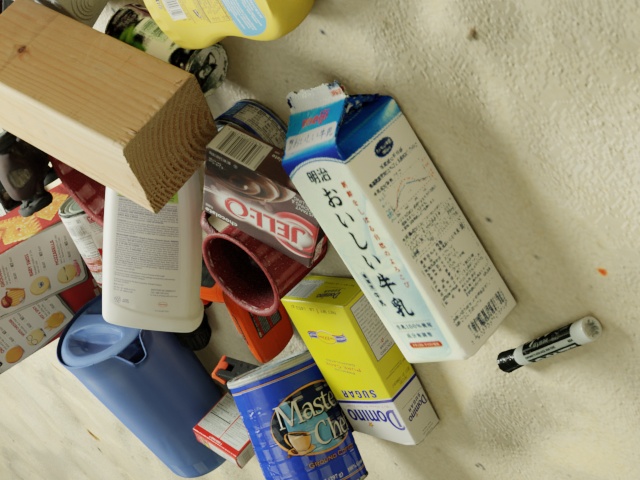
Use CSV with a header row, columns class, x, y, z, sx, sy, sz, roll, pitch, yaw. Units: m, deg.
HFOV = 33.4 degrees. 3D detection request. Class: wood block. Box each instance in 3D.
class,x,y,z,sx,sy,sz,roll,pitch,yaw
wood block,-0.197,-0.118,0.904,0.206,0.090,0.090,28,157,28

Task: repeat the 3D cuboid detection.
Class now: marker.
class,x,y,z,sx,sy,sz,roll,pitch,yaw
marker,0.177,0.084,0.844,0.020,0.020,0.121,49,149,-2

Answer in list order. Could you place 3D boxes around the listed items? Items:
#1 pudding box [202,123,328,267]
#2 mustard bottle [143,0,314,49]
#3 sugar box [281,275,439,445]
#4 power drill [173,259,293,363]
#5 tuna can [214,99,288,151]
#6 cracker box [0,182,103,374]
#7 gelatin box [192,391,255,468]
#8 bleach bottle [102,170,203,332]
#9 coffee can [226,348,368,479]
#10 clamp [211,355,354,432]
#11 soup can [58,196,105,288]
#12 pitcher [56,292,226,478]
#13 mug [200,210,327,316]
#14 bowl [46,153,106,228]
class,x,y,z,sx,sy,sz,roll,pitch,yaw
pudding box,-0.043,-0.037,0.895,0.113,0.039,0.090,30,146,12
mustard bottle,-0.058,-0.194,0.785,0.192,0.058,0.096,7,128,48
sugar box,0.038,0.116,1.026,0.094,0.048,0.176,3,127,49
power drill,-0.118,0.069,1.156,0.188,0.057,0.184,16,140,40
tuna can,-0.060,-0.079,0.939,0.086,0.033,0.086,32,146,25
cracker box,-0.365,0.054,1.290,0.072,0.213,0.164,37,151,40
gelatin box,-0.093,0.214,1.254,0.073,0.089,0.030,25,148,33
bleach bottle,-0.152,-0.040,1.012,0.102,0.068,0.251,6,112,-4
coffee can,-0.023,0.192,1.093,0.103,0.102,0.140,-25,86,58
clamp,-0.043,0.190,1.200,0.171,0.039,0.120,29,142,10
soup can,-0.247,-0.005,1.220,0.069,0.068,0.102,9,131,47
pitcher,-0.203,0.173,1.301,0.145,0.149,0.242,-18,126,21
mug,-0.056,0.001,0.979,0.117,0.081,0.093,39,148,14
bowl,-0.214,-0.079,1.109,0.162,0.055,0.162,32,145,25
